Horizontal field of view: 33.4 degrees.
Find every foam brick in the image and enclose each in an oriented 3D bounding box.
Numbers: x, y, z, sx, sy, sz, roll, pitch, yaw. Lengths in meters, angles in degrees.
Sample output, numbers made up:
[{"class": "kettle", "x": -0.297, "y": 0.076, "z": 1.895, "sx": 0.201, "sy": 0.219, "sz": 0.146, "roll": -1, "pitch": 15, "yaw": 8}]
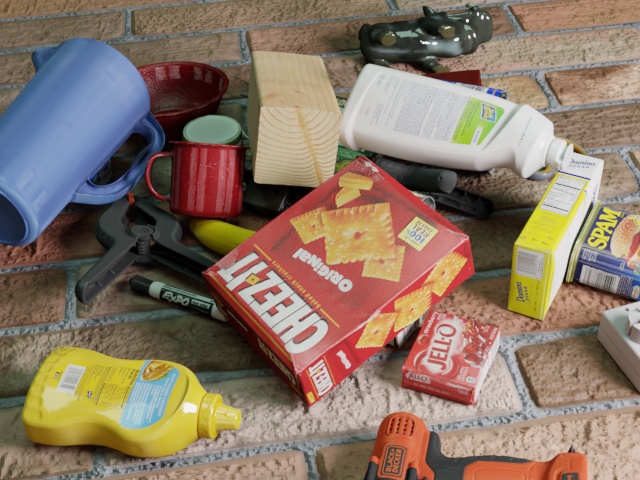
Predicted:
[{"class": "foam brick", "x": 0.167, "y": -0.181, "z": 1.360, "sx": 0.078, "sy": 0.051, "sz": 0.053, "roll": -3, "pitch": 38, "yaw": 14}]

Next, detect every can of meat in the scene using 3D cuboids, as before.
[{"class": "can of meat", "x": 0.316, "y": 0.012, "z": 1.125, "sx": 0.084, "sy": 0.057, "sz": 0.102, "roll": 19, "pitch": 45, "yaw": 20}]

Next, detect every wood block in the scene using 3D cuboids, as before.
[{"class": "wood block", "x": -0.035, "y": -0.146, "z": 1.244, "sx": 0.090, "sy": 0.091, "sz": 0.206, "roll": 4, "pitch": 26, "yaw": -9}]

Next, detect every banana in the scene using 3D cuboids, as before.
[{"class": "banana", "x": -0.057, "y": 0.006, "z": 1.170, "sx": 0.198, "sy": 0.037, "sz": 0.069, "roll": 9, "pitch": 15, "yaw": 9}]

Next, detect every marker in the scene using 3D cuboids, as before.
[{"class": "marker", "x": -0.149, "y": 0.059, "z": 1.119, "sx": 0.121, "sy": 0.020, "sz": 0.020, "roll": 16, "pitch": 43, "yaw": 21}]

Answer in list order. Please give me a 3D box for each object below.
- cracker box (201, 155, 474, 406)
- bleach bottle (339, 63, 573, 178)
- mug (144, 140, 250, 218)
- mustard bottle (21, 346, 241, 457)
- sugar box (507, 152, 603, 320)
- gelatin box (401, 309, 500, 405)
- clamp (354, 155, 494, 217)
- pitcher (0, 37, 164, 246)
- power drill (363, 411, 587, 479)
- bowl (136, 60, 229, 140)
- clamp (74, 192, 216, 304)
[{"class": "cracker box", "x": 0.017, "y": 0.031, "z": 1.045, "sx": 0.213, "sy": 0.072, "sz": 0.164, "roll": -37, "pitch": 53, "yaw": -15}, {"class": "bleach bottle", "x": 0.149, "y": -0.118, "z": 1.171, "sx": 0.251, "sy": 0.068, "sz": 0.102, "roll": 20, "pitch": 83, "yaw": 25}, {"class": "mug", "x": -0.139, "y": -0.069, "z": 1.200, "sx": 0.117, "sy": 0.081, "sz": 0.093, "roll": 3, "pitch": 4, "yaw": -15}, {"class": "mustard bottle", "x": -0.167, "y": 0.151, "z": 0.978, "sx": 0.192, "sy": 0.058, "sz": 0.096, "roll": 6, "pitch": 41, "yaw": 10}, {"class": "sugar box", "x": 0.248, "y": -0.008, "z": 1.124, "sx": 0.048, "sy": 0.093, "sz": 0.176, "roll": 16, "pitch": 42, "yaw": 20}, {"class": "gelatin box", "x": 0.126, "y": 0.112, "z": 1.033, "sx": 0.073, "sy": 0.030, "sz": 0.089, "roll": 14, "pitch": 42, "yaw": 19}, {"class": "clamp", "x": 0.114, "y": -0.064, "z": 1.220, "sx": 0.172, "sy": 0.120, "sz": 0.039, "roll": 19, "pitch": 81, "yaw": 43}, {"class": "pitcher", "x": -0.294, "y": -0.104, "z": 1.198, "sx": 0.149, "sy": 0.145, "sz": 0.242, "roll": 3, "pitch": 44, "yaw": 27}, {"class": "power drill", "x": 0.122, "y": 0.224, "z": 0.875, "sx": 0.188, "sy": 0.057, "sz": 0.184, "roll": 6, "pitch": 40, "yaw": 10}, {"class": "bowl", "x": -0.195, "y": -0.173, "z": 1.366, "sx": 0.162, "sy": 0.055, "sz": 0.162, "roll": -3, "pitch": 33, "yaw": 2}, {"class": "clamp", "x": -0.200, "y": 0.007, "z": 1.150, "sx": 0.164, "sy": 0.036, "sz": 0.210, "roll": -6, "pitch": 31, "yaw": -25}]
